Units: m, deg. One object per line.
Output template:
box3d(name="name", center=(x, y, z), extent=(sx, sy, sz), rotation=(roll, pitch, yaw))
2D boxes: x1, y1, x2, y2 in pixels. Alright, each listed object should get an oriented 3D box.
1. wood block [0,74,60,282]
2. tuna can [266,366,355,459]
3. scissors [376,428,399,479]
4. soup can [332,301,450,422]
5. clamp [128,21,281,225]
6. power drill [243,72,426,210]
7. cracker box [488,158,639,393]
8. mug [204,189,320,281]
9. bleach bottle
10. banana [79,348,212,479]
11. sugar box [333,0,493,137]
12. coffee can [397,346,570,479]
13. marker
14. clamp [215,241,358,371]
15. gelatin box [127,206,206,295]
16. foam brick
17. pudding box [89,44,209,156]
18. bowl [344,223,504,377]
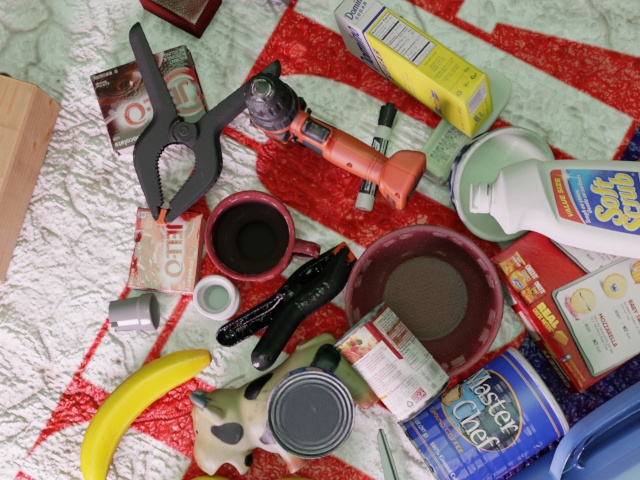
box3d(name="wood block", center=(-0.361, -0.069, 1.137), extent=(0.091, 0.090, 0.206), rotation=(16, 83, 5))
box3d(name="tuna can", center=(-0.010, 0.167, 1.041), extent=(0.086, 0.034, 0.086), rotation=(0, 93, -4))
box3d(name="scissors", center=(0.069, 0.307, 1.104), extent=(0.096, 0.016, 0.202), rotation=(-28, 82, -1))
box3d(name="soup can", center=(0.071, 0.120, 1.053), extent=(0.068, 0.068, 0.102), rotation=(-42, 88, -3))
box3d(name="clamp", center=(-0.151, -0.121, 1.125), extent=(0.164, 0.036, 0.210), rotation=(21, 88, -2))
box3d(name="power drill", center=(0.014, -0.102, 1.074), extent=(0.188, 0.184, 0.057), rotation=(29, 90, 8))
box3d(name="cracker box", center=(0.302, 0.032, 1.104), extent=(0.213, 0.072, 0.164), rotation=(-34, 82, -3))
box3d(name="mug", center=(-0.057, 0.001, 1.118), extent=(0.117, 0.081, 0.093), rotation=(7, 83, 4))
box3d(name="bleach bottle", center=(0.273, -0.028, 1.047), extent=(0.251, 0.068, 0.102), rotation=(3, 80, 5))
box3d(name="banana", center=(-0.196, 0.183, 1.124), extent=(0.069, 0.037, 0.198), rotation=(35, 85, -5))
box3d(name="sugar box", center=(0.097, -0.186, 1.114), extent=(0.176, 0.093, 0.048), rotation=(36, 83, 20))
box3d(name="coffee can", center=(0.163, 0.187, 1.072), extent=(0.140, 0.103, 0.103), rotation=(-33, 82, -2))
box3d(name="marker", center=(0.061, -0.092, 1.157), extent=(0.020, 0.020, 0.121), rotation=(14, 83, 4))
box3d(name="clamp", center=(-0.027, 0.068, 1.097), extent=(0.171, 0.120, 0.039), rotation=(-40, 118, -5))
box3d(name="gelatin box", center=(-0.164, 0.012, 1.147), extent=(0.073, 0.030, 0.089), rotation=(6, 83, 3))
box3d(name="foam brick", center=(-0.155, -0.268, 1.174), extent=(0.078, 0.051, 0.053), rotation=(30, 84, 6))
box3d(name="pudding box", center=(-0.184, -0.152, 1.166), extent=(0.113, 0.039, 0.090), rotation=(-19, 83, 0))
box3d(name="bowl", center=(0.108, 0.063, 1.107), extent=(0.162, 0.055, 0.162), rotation=(0, 93, 8))
